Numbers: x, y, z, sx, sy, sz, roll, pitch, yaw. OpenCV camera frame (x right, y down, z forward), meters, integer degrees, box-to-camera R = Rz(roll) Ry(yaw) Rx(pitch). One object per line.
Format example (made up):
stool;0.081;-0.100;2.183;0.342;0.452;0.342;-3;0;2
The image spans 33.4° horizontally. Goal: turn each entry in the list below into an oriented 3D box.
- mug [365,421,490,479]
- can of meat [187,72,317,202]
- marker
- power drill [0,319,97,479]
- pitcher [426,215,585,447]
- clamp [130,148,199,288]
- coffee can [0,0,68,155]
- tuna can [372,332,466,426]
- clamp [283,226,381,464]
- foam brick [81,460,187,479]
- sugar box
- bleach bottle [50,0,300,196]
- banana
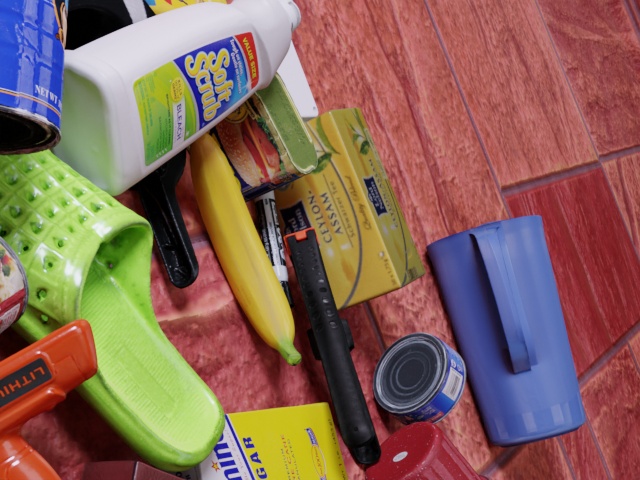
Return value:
mug;0.092;0.213;0.958;0.081;0.093;0.117;51;2;-17
can of meat;-0.061;-0.086;0.903;0.102;0.084;0.057;63;29;-9
marker;-0.041;0.008;0.936;0.020;0.020;0.121;18;55;-53
power drill;-0.119;0.141;0.591;0.184;0.057;0.187;-29;89;-18
pitcher;0.208;0.099;1.175;0.148;0.145;0.243;-7;79;-39
clamp;-0.141;-0.056;0.797;0.120;0.039;0.171;36;36;-50
coffee can;-0.191;-0.127;0.589;0.102;0.103;0.140;16;72;-54
tuna can;0.092;0.130;1.004;0.033;0.086;0.086;39;40;-39
clamp;0.012;0.092;0.909;0.164;0.036;0.210;75;-2;-66
foam brick;-0.110;0.173;0.668;0.078;0.051;0.053;35;56;-44
sugar box;-0.045;0.173;0.789;0.176;0.048;0.093;7;63;-59
bleach bottle;-0.092;-0.131;0.776;0.250;0.068;0.102;-44;142;-45
banana;-0.061;0.007;0.862;0.037;0.070;0.198;-26;92;-23
